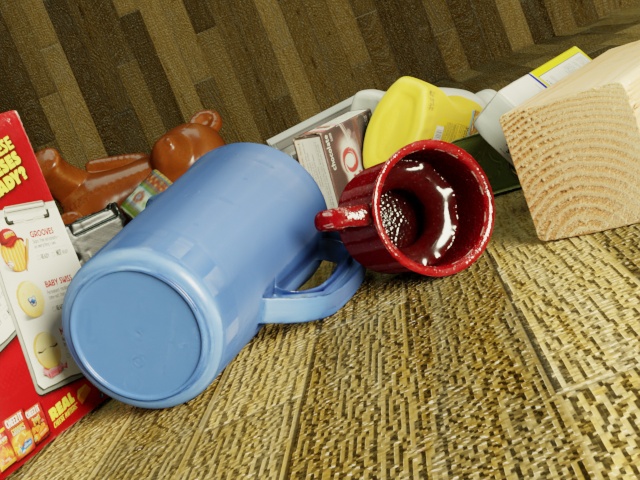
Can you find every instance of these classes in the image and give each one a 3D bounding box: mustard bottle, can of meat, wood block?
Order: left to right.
[{"bbox_3d":[0.118,-0.095,1.034,0.058,0.096,0.191,27,12,32],"label":"mustard bottle"},{"bbox_3d":[0.173,-0.080,0.966,0.102,0.057,0.083,-16,8,31],"label":"can of meat"},{"bbox_3d":[0.218,-0.082,0.748,0.090,0.091,0.205,-14,11,38],"label":"wood block"}]

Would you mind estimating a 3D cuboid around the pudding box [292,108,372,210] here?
[{"bbox_3d":[0.025,-0.057,0.991,0.039,0.113,0.089,-9,15,36],"label":"pudding box"}]

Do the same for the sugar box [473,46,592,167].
[{"bbox_3d":[0.201,-0.099,0.876,0.175,0.093,0.048,-33,-16,-49],"label":"sugar box"}]

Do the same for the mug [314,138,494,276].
[{"bbox_3d":[0.051,-0.017,0.749,0.117,0.093,0.082,-8,-2,-22],"label":"mug"}]

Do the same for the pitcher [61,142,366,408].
[{"bbox_3d":[-0.073,0.022,0.755,0.149,0.145,0.242,-31,8,21],"label":"pitcher"}]

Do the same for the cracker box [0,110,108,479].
[{"bbox_3d":[-0.232,0.037,0.707,0.072,0.213,0.164,-17,10,25],"label":"cracker box"}]
